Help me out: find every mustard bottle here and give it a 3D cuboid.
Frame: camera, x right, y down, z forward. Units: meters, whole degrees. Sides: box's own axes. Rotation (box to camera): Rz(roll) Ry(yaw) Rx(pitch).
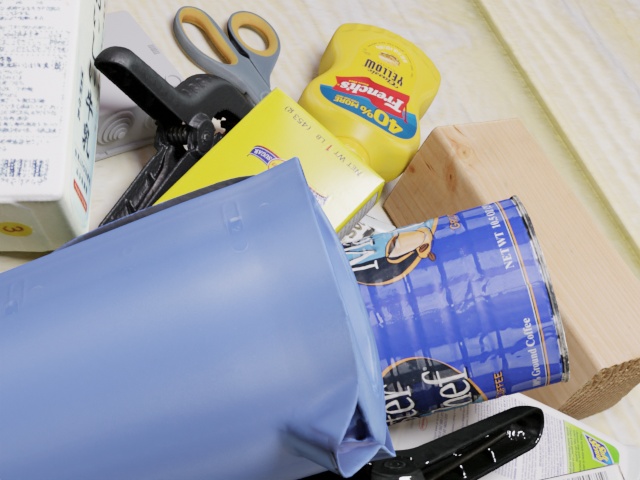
[{"bbox_3d":[0.030,-0.092,0.804,0.096,0.058,0.191,29,39,-5],"label":"mustard bottle"}]

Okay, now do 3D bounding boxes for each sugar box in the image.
[{"bbox_3d":[-0.054,0.001,0.639,0.093,0.048,0.176,41,73,9],"label":"sugar box"}]

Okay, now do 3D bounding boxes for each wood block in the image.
[{"bbox_3d":[0.144,0.021,0.756,0.090,0.090,0.206,-11,58,-36],"label":"wood block"}]

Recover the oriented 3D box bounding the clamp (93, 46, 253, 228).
[{"bbox_3d":[-0.093,-0.077,0.699,0.039,0.120,0.171,13,25,22],"label":"clamp"}]

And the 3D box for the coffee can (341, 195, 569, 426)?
[{"bbox_3d":[0.049,0.043,0.568,0.140,0.103,0.103,-15,53,4],"label":"coffee can"}]

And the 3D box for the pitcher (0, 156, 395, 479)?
[{"bbox_3d":[-0.099,0.056,0.464,0.243,0.149,0.145,-18,85,1],"label":"pitcher"}]

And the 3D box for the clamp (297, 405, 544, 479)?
[{"bbox_3d":[0.039,0.119,0.509,0.210,0.036,0.164,-1,11,-1],"label":"clamp"}]

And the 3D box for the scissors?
[{"bbox_3d":[-0.034,-0.116,0.830,0.202,0.016,0.096,46,45,13],"label":"scissors"}]
